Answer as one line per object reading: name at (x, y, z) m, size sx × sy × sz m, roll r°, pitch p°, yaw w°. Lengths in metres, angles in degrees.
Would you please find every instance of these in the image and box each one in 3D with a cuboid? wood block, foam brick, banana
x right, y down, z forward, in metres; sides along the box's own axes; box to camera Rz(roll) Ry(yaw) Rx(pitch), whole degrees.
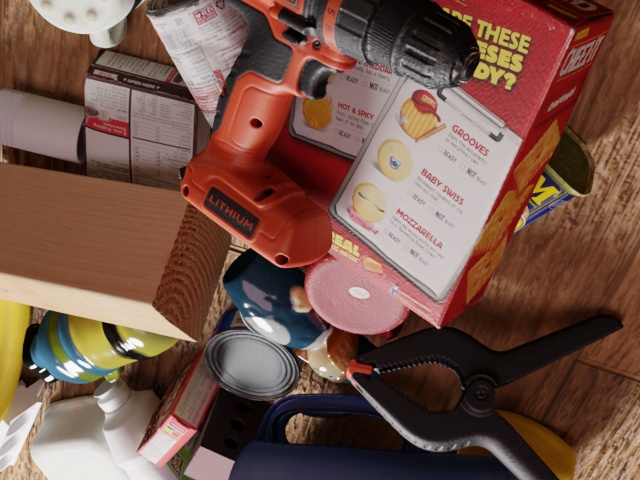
wood block at (-0.186, 0.005, 0.817) m, size 0.206 × 0.091 × 0.090 m, roll 10°, pitch 161°, yaw 20°
foam brick at (-0.084, 0.182, 0.977) m, size 0.053 × 0.078 × 0.051 m, roll 24°, pitch 131°, yaw -7°
banana at (-0.287, 0.099, 0.964) m, size 0.037 × 0.069 × 0.198 m, roll 15°, pitch 100°, yaw -7°

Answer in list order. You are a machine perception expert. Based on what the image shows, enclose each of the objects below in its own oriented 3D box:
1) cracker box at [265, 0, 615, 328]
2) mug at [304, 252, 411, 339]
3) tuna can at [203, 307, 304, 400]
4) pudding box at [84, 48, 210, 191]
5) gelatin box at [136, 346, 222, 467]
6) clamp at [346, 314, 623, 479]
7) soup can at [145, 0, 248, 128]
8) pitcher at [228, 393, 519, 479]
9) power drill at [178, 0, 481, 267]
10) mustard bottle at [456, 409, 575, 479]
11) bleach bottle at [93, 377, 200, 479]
cracker box at (0.061, -0.078, 0.666) m, size 0.164 × 0.071 × 0.214 m, roll 34°, pitch 125°, yaw 22°
mug at (0.039, 0.025, 0.805) m, size 0.093 × 0.081 × 0.117 m, roll -6°, pitch 127°, yaw 21°
tuna can at (-0.056, 0.098, 0.927) m, size 0.086 × 0.033 × 0.086 m, roll 9°, pitch 131°, yaw 10°
pudding box at (-0.130, -0.079, 0.801) m, size 0.090 × 0.039 × 0.113 m, roll 14°, pitch 134°, yaw 5°
gelatin box at (-0.123, 0.148, 0.953) m, size 0.030 × 0.089 × 0.073 m, roll 34°, pitch 130°, yaw -10°
clamp at (0.123, 0.128, 0.803) m, size 0.210 × 0.164 × 0.036 m, roll 5°, pitch 163°, yaw 0°
soup can at (-0.065, -0.128, 0.720) m, size 0.069 × 0.068 × 0.102 m, roll -13°, pitch 123°, yaw 26°
pitcher at (0.050, 0.221, 0.878) m, size 0.243 × 0.144 × 0.149 m, roll -4°, pitch 121°, yaw 21°
power drill at (-0.006, -0.080, 0.632) m, size 0.185 × 0.057 × 0.188 m, roll 36°, pitch 123°, yaw 28°
mustard bottle at (0.144, 0.234, 0.962) m, size 0.096 × 0.058 × 0.192 m, roll 24°, pitch 132°, yaw -1°
bleach bottle at (-0.127, 0.225, 1.026) m, size 0.068 × 0.102 × 0.250 m, roll -25°, pitch 112°, yaw 27°
